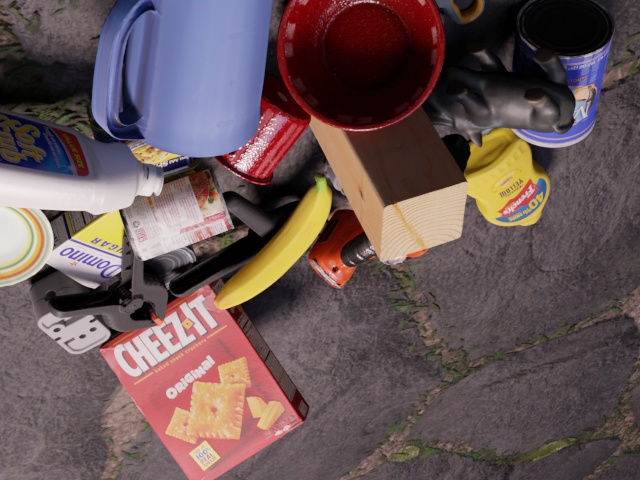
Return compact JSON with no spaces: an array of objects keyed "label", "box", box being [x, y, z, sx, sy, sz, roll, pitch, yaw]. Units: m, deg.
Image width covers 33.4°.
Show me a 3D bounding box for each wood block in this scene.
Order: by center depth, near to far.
[{"label":"wood block","box":[0.062,-0.093,1.084,0.090,0.206,0.091,-17,145,-12]}]

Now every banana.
[{"label":"banana","box":[-0.044,0.002,1.188,0.069,0.037,0.198,17,117,-51]}]

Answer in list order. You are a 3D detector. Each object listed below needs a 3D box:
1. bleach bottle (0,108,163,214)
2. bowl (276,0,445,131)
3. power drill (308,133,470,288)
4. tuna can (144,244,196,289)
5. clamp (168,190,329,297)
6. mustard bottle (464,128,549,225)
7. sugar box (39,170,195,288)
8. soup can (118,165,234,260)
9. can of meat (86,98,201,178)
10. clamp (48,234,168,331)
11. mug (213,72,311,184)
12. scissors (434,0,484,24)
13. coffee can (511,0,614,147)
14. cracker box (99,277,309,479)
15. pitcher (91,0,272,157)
[{"label":"bleach bottle","box":[-0.267,-0.075,0.962,0.250,0.102,0.068,6,137,-25]},{"label":"bowl","box":[0.041,-0.188,1.033,0.162,0.162,0.055,-35,-179,13]},{"label":"power drill","box":[0.079,-0.031,1.200,0.057,0.184,0.188,45,137,-13]},{"label":"tuna can","box":[-0.187,0.021,1.226,0.086,0.034,0.086,-17,144,-13]},{"label":"clamp","box":[-0.072,0.001,1.236,0.209,0.036,0.165,-5,143,-48]},{"label":"mustard bottle","box":[0.240,-0.068,1.356,0.096,0.058,0.191,-38,144,8]},{"label":"sugar box","box":[-0.209,-0.021,1.147,0.176,0.048,0.093,-35,144,11]},{"label":"soup can","box":[-0.146,-0.027,1.079,0.102,0.068,0.068,-20,145,-4]},{"label":"can of meat","box":[-0.174,-0.105,1.052,0.102,0.057,0.084,-18,143,-11]},{"label":"clamp","box":[-0.211,0.053,1.177,0.120,0.039,0.171,-39,156,10]},{"label":"mug","box":[-0.067,-0.115,1.067,0.082,0.093,0.117,-50,173,23]},{"label":"scissors","box":[0.099,-0.240,1.045,0.096,0.016,0.201,-33,159,24]},{"label":"coffee can","box":[0.261,-0.187,1.176,0.102,0.103,0.140,-19,144,-10]},{"label":"cracker box","box":[-0.140,0.169,1.300,0.164,0.213,0.072,-33,-174,9]},{"label":"pitcher","box":[-0.109,-0.196,0.911,0.145,0.149,0.243,9,134,-5]}]
